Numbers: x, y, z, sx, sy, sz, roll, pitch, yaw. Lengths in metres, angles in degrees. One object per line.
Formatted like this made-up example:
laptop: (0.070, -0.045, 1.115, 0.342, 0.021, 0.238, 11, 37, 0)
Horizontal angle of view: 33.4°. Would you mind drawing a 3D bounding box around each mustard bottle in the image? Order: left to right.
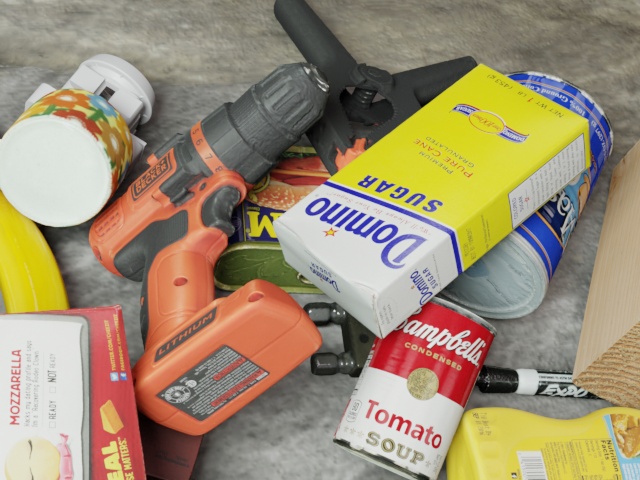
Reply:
mustard bottle: (0.178, 0.153, 0.668, 0.191, 0.058, 0.096, 1, 63, -15)

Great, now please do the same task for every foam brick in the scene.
foam brick: (-0.108, 0.114, 0.613, 0.078, 0.051, 0.053, 19, 60, -5)

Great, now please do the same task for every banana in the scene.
banana: (-0.177, 0.061, 0.623, 0.069, 0.037, 0.198, 14, 62, -27)

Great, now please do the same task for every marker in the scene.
marker: (0.160, 0.096, 0.717, 0.121, 0.020, 0.020, 5, 61, -13)

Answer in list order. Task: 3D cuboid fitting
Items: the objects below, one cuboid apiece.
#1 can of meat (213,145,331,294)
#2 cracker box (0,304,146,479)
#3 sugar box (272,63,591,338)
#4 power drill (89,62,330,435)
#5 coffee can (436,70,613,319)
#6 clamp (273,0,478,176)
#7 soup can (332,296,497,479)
can of meat: (-0.022, -0.015, 0.705, 0.102, 0.057, 0.084, 3, 59, -15)
cracker box: (-0.188, 0.121, 0.483, 0.213, 0.072, 0.164, -3, 72, -29)
sugar box: (0.068, -0.029, 0.639, 0.176, 0.048, 0.093, -37, 49, -19)
power drill: (-0.054, 0.001, 0.602, 0.057, 0.185, 0.188, 36, 24, -35)
coffee can: (0.129, -0.032, 0.729, 0.103, 0.103, 0.140, 31, 58, 2)
clamp: (0.023, -0.109, 0.749, 0.164, 0.036, 0.209, 23, 36, 1)
soup can: (0.057, 0.089, 0.647, 0.068, 0.068, 0.102, 25, 79, -2)
